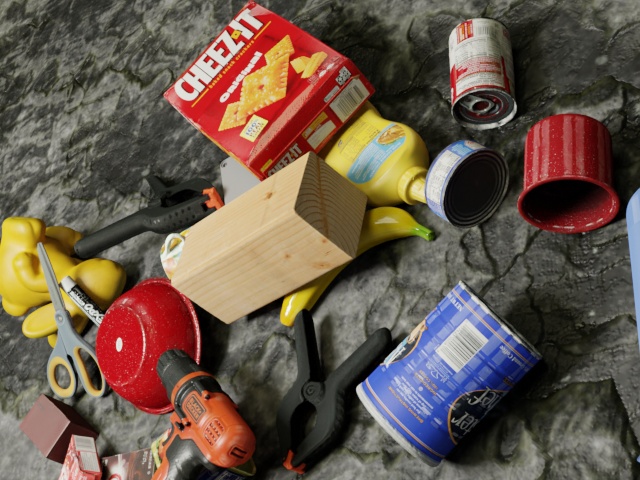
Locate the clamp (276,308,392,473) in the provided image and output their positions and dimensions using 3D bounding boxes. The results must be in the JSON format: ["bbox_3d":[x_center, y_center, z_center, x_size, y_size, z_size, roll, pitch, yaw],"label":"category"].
[{"bbox_3d":[-0.007,0.151,1.103,0.120,0.039,0.171,20,78,45],"label":"clamp"}]

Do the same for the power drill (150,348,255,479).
[{"bbox_3d":[-0.162,0.219,1.094,0.188,0.057,0.185,-55,38,4],"label":"power drill"}]

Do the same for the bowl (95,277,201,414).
[{"bbox_3d":[-0.211,0.122,1.236,0.162,0.055,0.162,-5,83,42],"label":"bowl"}]

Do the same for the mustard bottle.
[{"bbox_3d":[0.064,-0.089,1.178,0.096,0.058,0.192,-47,44,-3],"label":"mustard bottle"}]

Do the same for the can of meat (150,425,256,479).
[{"bbox_3d":[-0.127,0.231,1.140,0.084,0.057,0.102,-42,46,14],"label":"can of meat"}]

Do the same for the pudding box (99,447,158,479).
[{"bbox_3d":[-0.209,0.292,1.180,0.090,0.039,0.113,-18,54,32],"label":"pudding box"}]

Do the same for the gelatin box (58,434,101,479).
[{"bbox_3d":[-0.277,0.275,1.218,0.089,0.030,0.073,-134,61,-65],"label":"gelatin box"}]

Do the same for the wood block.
[{"bbox_3d":[-0.058,0.001,1.159,0.207,0.090,0.090,-29,34,39],"label":"wood block"}]

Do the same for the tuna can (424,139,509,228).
[{"bbox_3d":[0.146,-0.057,1.072,0.086,0.086,0.034,-53,43,0],"label":"tuna can"}]

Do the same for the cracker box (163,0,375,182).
[{"bbox_3d":[-0.065,-0.171,1.232,0.164,0.072,0.214,-47,46,-2],"label":"cracker box"}]

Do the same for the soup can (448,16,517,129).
[{"bbox_3d":[0.172,-0.179,1.138,0.069,0.068,0.102,-19,54,30],"label":"soup can"}]

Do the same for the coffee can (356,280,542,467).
[{"bbox_3d":[0.117,0.121,0.976,0.140,0.102,0.103,-47,45,6],"label":"coffee can"}]

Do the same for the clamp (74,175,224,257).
[{"bbox_3d":[-0.203,-0.033,1.318,0.210,0.036,0.164,-1,37,48],"label":"clamp"}]

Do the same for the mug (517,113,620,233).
[{"bbox_3d":[0.230,-0.060,1.015,0.117,0.093,0.081,125,158,-55],"label":"mug"}]

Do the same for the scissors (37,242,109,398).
[{"bbox_3d":[-0.328,0.111,1.323,0.096,0.016,0.202,-33,85,26],"label":"scissors"}]

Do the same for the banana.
[{"bbox_3d":[0.028,0.018,1.157,0.198,0.037,0.069,-34,46,18],"label":"banana"}]

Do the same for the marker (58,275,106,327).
[{"bbox_3d":[-0.277,0.092,1.322,0.121,0.020,0.020,45,98,3],"label":"marker"}]

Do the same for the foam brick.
[{"bbox_3d":[-0.318,0.231,1.297,0.078,0.051,0.053,31,84,45],"label":"foam brick"}]
